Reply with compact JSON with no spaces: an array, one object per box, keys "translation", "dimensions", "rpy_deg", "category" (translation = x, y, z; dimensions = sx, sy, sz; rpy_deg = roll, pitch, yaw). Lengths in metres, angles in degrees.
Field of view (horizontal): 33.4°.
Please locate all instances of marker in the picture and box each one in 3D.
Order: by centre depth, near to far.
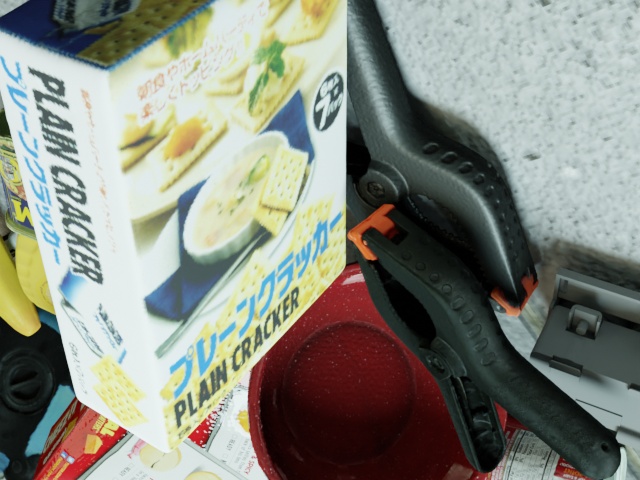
[{"translation":[-0.261,0.011,0.861],"dimensions":[0.020,0.020,0.121],"rpy_deg":[49,141,-17],"category":"marker"}]

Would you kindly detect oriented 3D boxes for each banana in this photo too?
[{"translation":[-0.258,-0.019,0.788],"dimensions":[0.070,0.037,0.198],"rpy_deg":[24,134,49],"category":"banana"}]

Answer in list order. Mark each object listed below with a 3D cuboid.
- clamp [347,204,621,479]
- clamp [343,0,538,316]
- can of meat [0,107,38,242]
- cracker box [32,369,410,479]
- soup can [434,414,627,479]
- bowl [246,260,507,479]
[{"translation":[0.079,0.057,0.545],"dimensions":[0.171,0.039,0.120],"rpy_deg":[55,150,-15],"category":"clamp"},{"translation":[0.038,-0.044,0.556],"dimensions":[0.210,0.036,0.165],"rpy_deg":[39,143,2],"category":"clamp"},{"translation":[-0.162,-0.041,0.700],"dimensions":[0.102,0.057,0.084],"rpy_deg":[21,137,18],"category":"can of meat"},{"translation":[-0.055,0.138,0.709],"dimensions":[0.213,0.072,0.164],"rpy_deg":[31,115,-16],"category":"cracker box"},{"translation":[0.130,0.146,0.662],"dimensions":[0.102,0.068,0.068],"rpy_deg":[11,136,29],"category":"soup can"},{"translation":[0.027,0.092,0.631],"dimensions":[0.162,0.162,0.055],"rpy_deg":[45,164,-12],"category":"bowl"}]
